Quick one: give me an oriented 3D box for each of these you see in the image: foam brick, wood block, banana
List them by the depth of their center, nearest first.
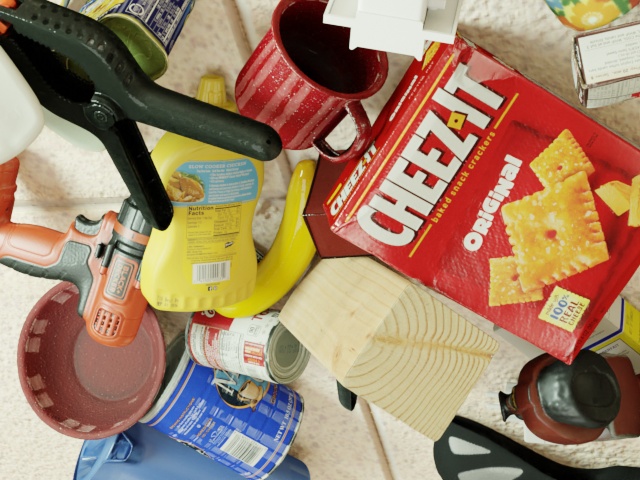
[{"bbox_3d":[0.023,-0.030,0.860,0.051,0.078,0.053,-5,134,19],"label":"foam brick"},{"bbox_3d":[0.047,0.072,0.862,0.090,0.090,0.206,34,179,-17],"label":"wood block"},{"bbox_3d":[-0.043,0.013,0.935,0.069,0.037,0.198,31,124,-19],"label":"banana"}]

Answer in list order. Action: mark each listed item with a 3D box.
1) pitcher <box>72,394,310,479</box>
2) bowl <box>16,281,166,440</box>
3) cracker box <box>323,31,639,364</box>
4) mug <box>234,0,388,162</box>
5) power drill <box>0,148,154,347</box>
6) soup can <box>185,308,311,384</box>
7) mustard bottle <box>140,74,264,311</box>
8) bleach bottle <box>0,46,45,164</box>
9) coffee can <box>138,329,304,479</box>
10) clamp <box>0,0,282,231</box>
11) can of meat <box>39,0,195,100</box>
[{"bbox_3d":[-0.140,0.250,1.175,0.242,0.149,0.145,27,125,-18],"label":"pitcher"},{"bbox_3d":[-0.219,0.116,1.064,0.162,0.162,0.055,2,175,16],"label":"bowl"},{"bbox_3d":[0.135,-0.031,0.776,0.213,0.072,0.164,29,104,-14],"label":"cracker box"},{"bbox_3d":[-0.004,-0.109,0.769,0.117,0.093,0.082,56,140,9],"label":"mug"},{"bbox_3d":[-0.219,-0.019,0.928,0.188,0.057,0.184,22,101,9],"label":"power drill"},{"bbox_3d":[-0.067,0.094,1.002,0.102,0.068,0.068,8,140,37],"label":"soup can"},{"bbox_3d":[-0.094,-0.039,0.870,0.096,0.058,0.192,-5,115,-26],"label":"mustard bottle"},{"bbox_3d":[-0.283,-0.107,0.810,0.102,0.068,0.251,58,160,-18],"label":"bleach bottle"},{"bbox_3d":[-0.102,0.169,1.087,0.140,0.102,0.103,32,135,-16],"label":"coffee can"},{"bbox_3d":[-0.135,-0.097,0.738,0.165,0.036,0.210,-20,124,43],"label":"clamp"},{"bbox_3d":[-0.146,-0.151,0.782,0.102,0.084,0.057,-23,125,34],"label":"can of meat"}]
